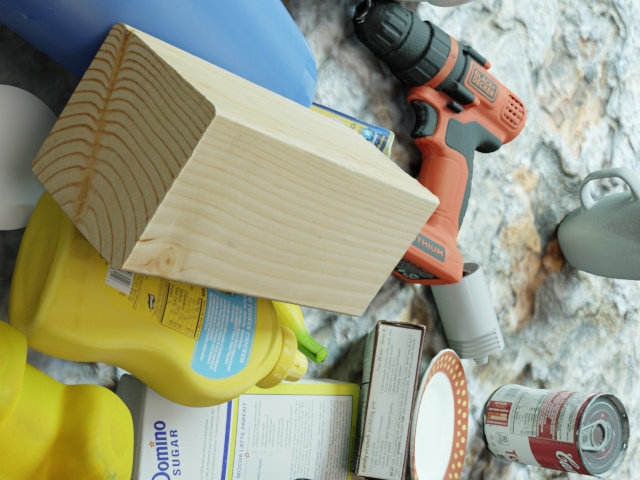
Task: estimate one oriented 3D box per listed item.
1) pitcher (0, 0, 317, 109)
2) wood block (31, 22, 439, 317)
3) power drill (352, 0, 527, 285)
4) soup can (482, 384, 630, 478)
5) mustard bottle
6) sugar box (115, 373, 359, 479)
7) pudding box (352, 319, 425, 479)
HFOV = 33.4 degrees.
[{"bbox_3d":[-0.105,-0.137,0.599,0.145,0.149,0.242,-39,148,6],"label":"pitcher"},{"bbox_3d":[-0.037,-0.029,0.580,0.205,0.090,0.091,16,113,-54],"label":"wood block"},{"bbox_3d":[0.075,-0.073,0.822,0.184,0.057,0.187,30,71,-32],"label":"power drill"},{"bbox_3d":[0.194,0.156,0.886,0.068,0.102,0.068,1,88,-40],"label":"soup can"},{"bbox_3d":[-0.080,0.043,0.613,0.191,0.058,0.096,29,51,-36],"label":"mustard bottle"},{"bbox_3d":[-0.055,0.138,0.714,0.175,0.048,0.093,8,86,-37],"label":"sugar box"},{"bbox_3d":[0.048,0.118,0.774,0.039,0.090,0.113,7,81,0],"label":"pudding box"}]
